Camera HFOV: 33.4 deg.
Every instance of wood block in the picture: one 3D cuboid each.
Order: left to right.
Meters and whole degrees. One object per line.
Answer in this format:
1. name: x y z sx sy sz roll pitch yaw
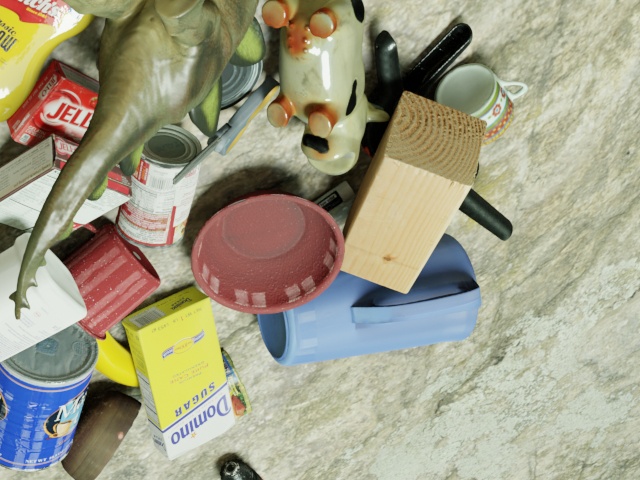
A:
1. wood block: 0.087 -0.044 1.097 0.091 0.090 0.206 20 145 -2

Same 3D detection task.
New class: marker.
1. marker: -0.017 -0.025 1.178 0.121 0.020 0.020 -34 143 1

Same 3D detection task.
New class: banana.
1. banana: -0.215 0.125 1.188 0.197 0.037 0.069 28 85 -52

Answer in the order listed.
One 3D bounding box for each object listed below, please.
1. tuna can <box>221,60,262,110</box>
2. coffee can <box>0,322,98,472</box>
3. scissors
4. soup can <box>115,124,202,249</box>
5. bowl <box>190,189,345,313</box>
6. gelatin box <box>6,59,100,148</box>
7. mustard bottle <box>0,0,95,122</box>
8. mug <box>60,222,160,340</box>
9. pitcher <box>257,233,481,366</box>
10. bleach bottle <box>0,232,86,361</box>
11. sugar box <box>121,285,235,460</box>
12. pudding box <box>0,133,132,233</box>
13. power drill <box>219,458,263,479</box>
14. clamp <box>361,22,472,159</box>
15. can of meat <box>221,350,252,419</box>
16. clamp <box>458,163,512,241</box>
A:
1. tuna can: -0.096 -0.158 0.961 0.086 0.034 0.086 -20 141 -18
2. coffee can: -0.294 0.155 1.102 0.102 0.103 0.140 -4 134 -33
3. scissors: -0.096 -0.083 0.969 0.201 0.016 0.096 -53 -178 -43
4. soup can: -0.153 -0.051 1.009 0.068 0.068 0.102 -8 136 -30
5. bowl: -0.057 0.001 1.125 0.162 0.055 0.162 -5 130 -6
6. gelatin box: -0.216 -0.107 0.932 0.073 0.030 0.089 -46 142 16
7. mustard bottle: -0.219 -0.187 0.804 0.096 0.058 0.192 41 104 -15
8. mug: -0.219 0.029 1.044 0.081 0.093 0.117 -40 106 0
9. pitcher: 0.058 0.073 1.243 0.242 0.145 0.149 -10 143 -23
10. bleach bottle: -0.340 0.092 0.949 0.251 0.068 0.102 -29 152 -2
11. sugar box: -0.154 0.149 1.188 0.093 0.048 0.176 -25 119 -28
12. pudding box: -0.237 -0.045 0.946 0.114 0.039 0.089 -26 148 30
13. power drill: -0.158 0.390 1.498 0.187 0.057 0.184 -30 143 -5
14. clamp: 0.091 -0.155 1.099 0.120 0.039 0.172 -13 146 -25
15. can of meat: -0.136 0.190 1.297 0.084 0.057 0.102 -27 142 -13
16. clamp: 0.118 -0.058 1.178 0.165 0.036 0.210 -6 144 15
